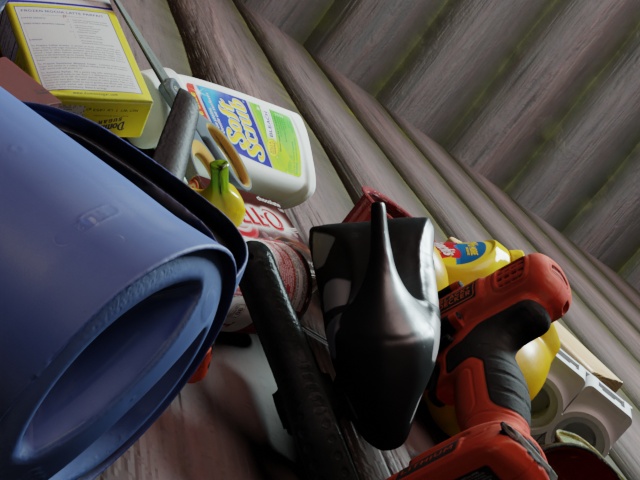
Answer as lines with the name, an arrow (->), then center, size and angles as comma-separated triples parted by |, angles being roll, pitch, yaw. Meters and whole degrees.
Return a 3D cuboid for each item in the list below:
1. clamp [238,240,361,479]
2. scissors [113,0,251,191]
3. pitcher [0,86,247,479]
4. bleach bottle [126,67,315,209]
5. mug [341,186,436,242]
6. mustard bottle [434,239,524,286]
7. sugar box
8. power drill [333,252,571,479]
clamp -> -0.011, 0.083, 0.603 | 0.120, 0.039, 0.171 | 61, 2, -45
scissors -> -0.123, -0.109, 0.879 | 0.201, 0.016, 0.096 | 52, 26, -22
pitcher -> -0.156, -0.016, 0.448 | 0.243, 0.145, 0.149 | 39, -4, 17
bleach bottle -> -0.102, -0.095, 0.983 | 0.250, 0.068, 0.102 | 11, 65, -56
mug -> 0.064, 0.012, 1.065 | 0.117, 0.081, 0.093 | 34, 13, -15
mustard bottle -> 0.104, 0.029, 0.948 | 0.191, 0.058, 0.096 | 1, 11, 1
sugar box -> -0.206, -0.157, 0.854 | 0.093, 0.048, 0.176 | -2, 47, -32
power drill -> 0.073, 0.102, 0.663 | 0.057, 0.185, 0.187 | 45, 29, -21
